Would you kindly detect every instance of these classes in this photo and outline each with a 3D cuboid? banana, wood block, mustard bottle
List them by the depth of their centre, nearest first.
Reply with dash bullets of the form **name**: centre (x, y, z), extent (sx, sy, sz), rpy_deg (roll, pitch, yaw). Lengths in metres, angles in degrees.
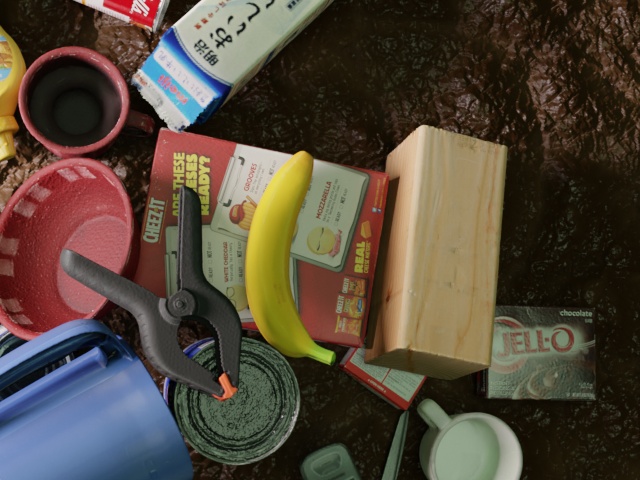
- **banana**: centre (-0.030, 0.018, 0.907), extent (0.069, 0.037, 0.198), rpy_deg (-7, 68, 0)
- **mustard bottle**: centre (-0.315, -0.160, 0.942), extent (0.096, 0.058, 0.191), rpy_deg (-24, 90, -14)
- **wood block**: centre (0.105, 0.013, 0.973), extent (0.090, 0.091, 0.206), rpy_deg (13, 72, -15)

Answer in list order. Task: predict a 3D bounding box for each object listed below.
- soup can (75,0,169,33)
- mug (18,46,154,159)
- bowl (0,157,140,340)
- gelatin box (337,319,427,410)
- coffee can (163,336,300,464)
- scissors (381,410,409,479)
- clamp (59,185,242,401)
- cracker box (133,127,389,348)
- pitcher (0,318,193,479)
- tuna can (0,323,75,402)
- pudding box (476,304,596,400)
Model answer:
- **soup can**: centre (-0.186, -0.239, 0.970), extent (0.102, 0.068, 0.068), rpy_deg (21, 81, -8)
- **mug**: centre (-0.205, -0.114, 0.948), extent (0.117, 0.081, 0.093), rpy_deg (11, 83, -10)
- **bowl**: centre (-0.209, 0.013, 0.914), extent (0.162, 0.055, 0.162), rpy_deg (-11, 68, 27)
- **gelatin box**: centre (0.071, 0.104, 1.010), extent (0.073, 0.030, 0.089), rpy_deg (35, 77, -6)
- **coffee can**: centre (-0.080, 0.134, 0.921), extent (0.102, 0.140, 0.103), rpy_deg (1, 85, -11)
- **scissors**: centre (0.037, 0.260, 0.997), extent (0.096, 0.016, 0.202), rpy_deg (2, 85, -12)
- **clamp**: centre (-0.108, 0.043, 0.838), extent (0.120, 0.039, 0.171), rpy_deg (-39, 92, -12)
- **cracker box**: centre (-0.056, 0.001, 0.973), extent (0.213, 0.072, 0.164), rpy_deg (10, 82, -9)
- **pitcher**: centre (-0.233, 0.175, 0.826), extent (0.242, 0.145, 0.149), rpy_deg (-27, 81, -21)
- **tuna can**: centre (-0.257, 0.113, 0.926), extent (0.085, 0.034, 0.086), rpy_deg (-1, 92, -35)
- **pudding box**: centre (0.208, 0.108, 1.032), extent (0.113, 0.039, 0.090), rpy_deg (2, 84, -11)
